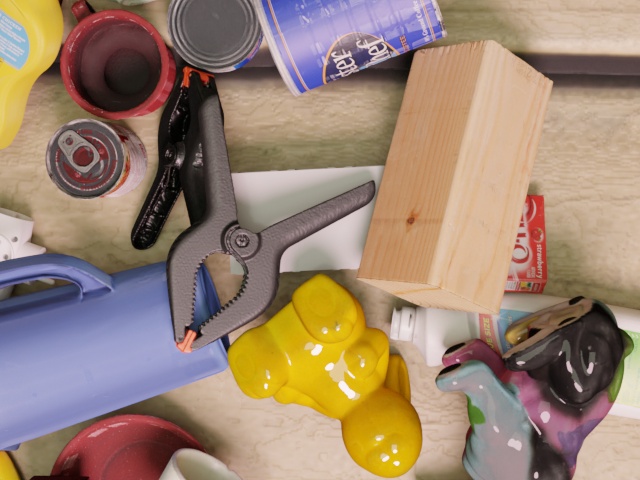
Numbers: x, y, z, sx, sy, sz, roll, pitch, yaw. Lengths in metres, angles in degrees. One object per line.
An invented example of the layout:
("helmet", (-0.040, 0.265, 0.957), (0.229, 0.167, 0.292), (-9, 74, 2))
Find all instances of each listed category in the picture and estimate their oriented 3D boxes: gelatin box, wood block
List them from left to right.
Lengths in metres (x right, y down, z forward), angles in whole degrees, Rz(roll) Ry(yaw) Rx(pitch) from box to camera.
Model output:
("wood block", (0.113, -0.052, 0.893), (0.090, 0.091, 0.206), (24, 77, -38))
("gelatin box", (0.161, 0.001, 0.944), (0.073, 0.030, 0.089), (3, 62, 4))

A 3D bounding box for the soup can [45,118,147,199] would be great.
("soup can", (-0.194, -0.071, 0.938), (0.068, 0.102, 0.068), (0, 93, 2))

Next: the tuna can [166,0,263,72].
("tuna can", (-0.093, -0.195, 0.961), (0.086, 0.033, 0.086), (0, 93, 3))

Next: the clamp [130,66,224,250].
("clamp", (-0.114, -0.065, 0.941), (0.120, 0.039, 0.171), (15, 95, 42))

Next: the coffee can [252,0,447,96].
("coffee can", (0.024, -0.195, 0.905), (0.140, 0.102, 0.103), (-20, 92, 8))

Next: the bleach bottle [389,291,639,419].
("bleach bottle", (0.187, 0.099, 0.953), (0.251, 0.068, 0.102), (7, 94, 4))

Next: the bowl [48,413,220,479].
("bowl", (-0.165, 0.233, 0.978), (0.162, 0.055, 0.162), (0, 93, 3))

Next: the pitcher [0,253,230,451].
("pitcher", (-0.210, 0.087, 0.933), (0.243, 0.149, 0.145), (-17, 77, 0))

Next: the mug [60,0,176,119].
("mug", (-0.180, -0.161, 0.943), (0.093, 0.081, 0.117), (-37, 91, 4))

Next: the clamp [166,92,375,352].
("clamp", (-0.056, 0.001, 0.882), (0.164, 0.036, 0.210), (21, 80, -7))

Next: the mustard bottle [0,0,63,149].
("mustard bottle", (-0.275, -0.175, 0.923), (0.096, 0.058, 0.192), (41, 118, 8))
